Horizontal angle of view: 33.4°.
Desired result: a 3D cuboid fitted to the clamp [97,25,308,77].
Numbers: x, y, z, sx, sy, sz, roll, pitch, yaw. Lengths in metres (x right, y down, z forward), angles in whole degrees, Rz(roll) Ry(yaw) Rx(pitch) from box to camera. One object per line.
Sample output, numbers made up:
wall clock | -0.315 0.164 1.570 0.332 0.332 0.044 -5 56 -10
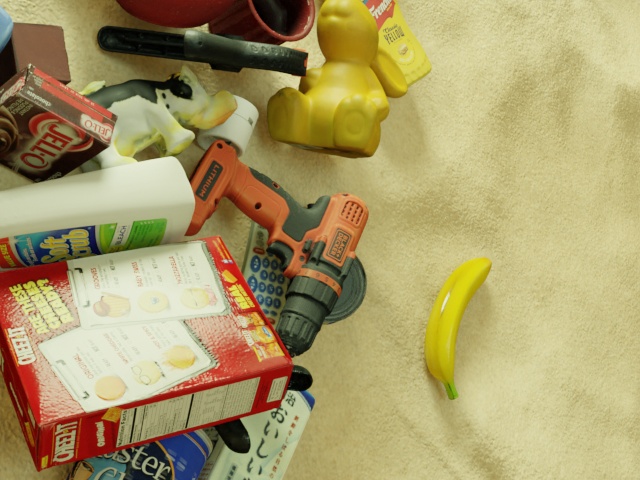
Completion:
clamp | -0.089 -0.182 1.034 0.209 0.165 0.036 2 100 -34

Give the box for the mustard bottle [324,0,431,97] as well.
mustard bottle | 0.056 -0.266 1.267 0.096 0.058 0.191 -36 102 -37

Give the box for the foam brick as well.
foam brick | -0.262 -0.153 0.940 0.051 0.078 0.053 -4 81 -40

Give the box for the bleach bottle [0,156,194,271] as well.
bleach bottle | -0.238 -0.010 0.914 0.250 0.103 0.068 -13 66 -30

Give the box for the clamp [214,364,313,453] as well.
clamp | -0.094 0.118 0.970 0.172 0.039 0.120 33 33 25

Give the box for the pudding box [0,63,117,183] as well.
pudding box | -0.242 -0.096 0.917 0.090 0.114 0.039 31 56 -31

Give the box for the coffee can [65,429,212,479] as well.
coffee can | -0.166 0.216 0.905 0.102 0.103 0.140 42 54 -25

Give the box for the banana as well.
banana | 0.161 0.089 1.278 0.069 0.037 0.197 51 50 -42

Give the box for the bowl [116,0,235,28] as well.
bowl | -0.149 -0.252 1.050 0.161 0.162 0.055 -18 134 -43

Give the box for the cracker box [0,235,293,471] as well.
cracker box | -0.154 0.087 0.891 0.213 0.072 0.164 -11 47 -27

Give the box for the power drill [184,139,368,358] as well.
power drill | -0.057 0.001 1.057 0.187 0.057 0.184 31 62 -13

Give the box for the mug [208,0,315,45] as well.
mug | -0.073 -0.251 1.132 0.117 0.082 0.093 53 50 -17

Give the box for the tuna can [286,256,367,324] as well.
tuna can | 0.004 0.046 1.127 0.086 0.034 0.086 3 78 -14
